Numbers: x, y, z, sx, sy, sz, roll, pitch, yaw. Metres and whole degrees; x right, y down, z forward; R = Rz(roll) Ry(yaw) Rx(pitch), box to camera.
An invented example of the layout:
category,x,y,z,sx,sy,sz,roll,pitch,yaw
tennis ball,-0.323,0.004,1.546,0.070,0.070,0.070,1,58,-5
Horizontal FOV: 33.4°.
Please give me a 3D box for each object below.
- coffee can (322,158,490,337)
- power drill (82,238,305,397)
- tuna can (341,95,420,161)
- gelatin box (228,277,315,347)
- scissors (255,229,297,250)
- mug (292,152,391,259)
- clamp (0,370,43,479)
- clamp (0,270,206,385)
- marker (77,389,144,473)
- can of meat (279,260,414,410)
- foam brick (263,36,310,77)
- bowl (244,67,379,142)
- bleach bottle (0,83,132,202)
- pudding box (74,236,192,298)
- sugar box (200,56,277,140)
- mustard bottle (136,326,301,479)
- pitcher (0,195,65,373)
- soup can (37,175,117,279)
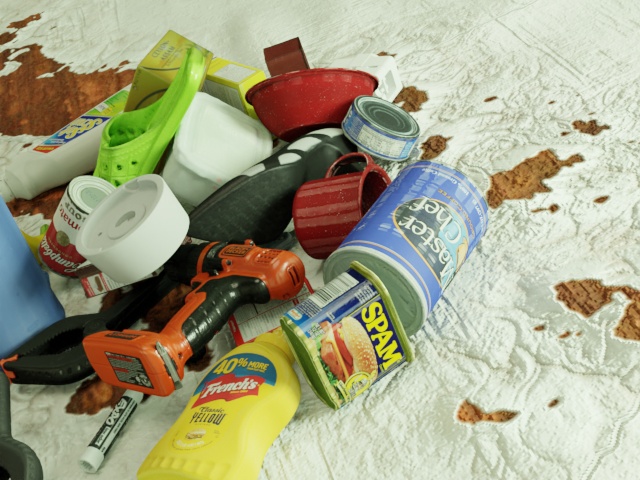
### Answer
category,x,y,z,sx,sy,sz,roll,pitch,yaw
coffee can,0.081,0.006,0.979,0.103,0.103,0.140,6,41,36
power drill,-0.130,0.063,1.005,0.185,0.057,0.187,2,35,44
tuna can,0.069,-0.127,1.203,0.086,0.034,0.086,20,31,-13
gelatin box,-0.041,0.076,1.018,0.089,0.030,0.073,-25,31,-4
scissors,-0.058,0.001,1.149,0.201,0.016,0.096,-41,37,-28
mug,0.026,-0.036,1.077,0.082,0.093,0.117,-8,64,28
clamp,-0.303,0.207,0.951,0.120,0.039,0.172,-47,47,7
clamp,-0.220,0.093,1.090,0.210,0.036,0.164,-16,31,2
marker,-0.185,0.162,0.983,0.020,0.020,0.121,-2,37,28
can of meat,0.021,0.083,0.904,0.084,0.102,0.058,-34,34,-15
foam brick,-0.038,-0.219,1.406,0.051,0.078,0.053,-20,30,4
bowl,-0.008,-0.153,1.267,0.162,0.055,0.162,-6,-9,-1
bleach bottle,-0.329,-0.124,1.453,0.250,0.068,0.103,-34,34,-15
pudding box,-0.201,0.017,1.156,0.090,0.039,0.113,-19,11,19
sugar box,-0.121,-0.189,1.395,0.048,0.093,0.176,-34,35,-20
mustard bottle,-0.070,0.143,0.907,0.096,0.058,0.191,-4,36,34
pitcher,-0.369,0.020,1.092,0.145,0.243,0.149,-22,37,-9
soup can,-0.269,-0.015,1.201,0.102,0.068,0.068,-55,13,35
